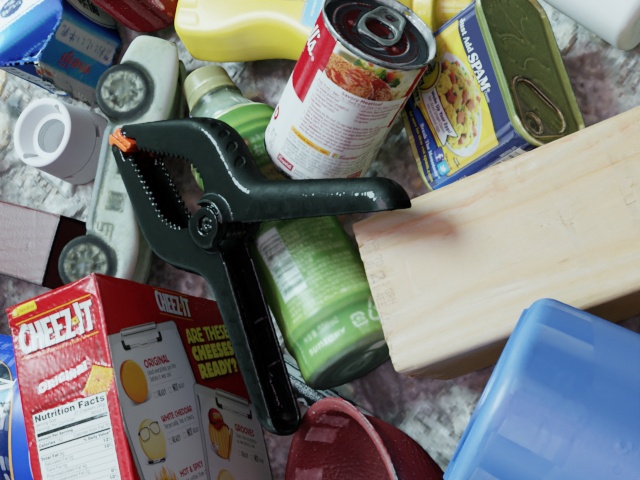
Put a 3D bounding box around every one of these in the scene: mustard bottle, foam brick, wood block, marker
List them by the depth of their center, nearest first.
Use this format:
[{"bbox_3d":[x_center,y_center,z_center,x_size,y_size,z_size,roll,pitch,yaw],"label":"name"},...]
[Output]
[{"bbox_3d":[0.135,0.001,0.576,0.206,0.090,0.090,-22,73,20],"label":"wood block"},{"bbox_3d":[0.004,0.100,0.659,0.121,0.020,0.020,29,93,26],"label":"marker"},{"bbox_3d":[0.008,-0.153,0.679,0.192,0.058,0.096,9,60,26],"label":"mustard bottle"},{"bbox_3d":[-0.204,0.004,0.756,0.078,0.053,0.051,13,86,27],"label":"foam brick"}]

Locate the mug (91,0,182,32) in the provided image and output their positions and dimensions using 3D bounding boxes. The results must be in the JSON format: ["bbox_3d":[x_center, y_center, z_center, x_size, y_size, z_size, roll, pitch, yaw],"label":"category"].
[{"bbox_3d":[-0.125,-0.189,0.731,0.093,0.081,0.117,-46,58,7],"label":"mug"}]

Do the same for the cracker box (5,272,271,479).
[{"bbox_3d":[-0.092,0.139,0.617,0.072,0.164,0.214,-20,73,19],"label":"cracker box"}]

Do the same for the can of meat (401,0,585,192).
[{"bbox_3d":[0.093,-0.081,0.614,0.084,0.057,0.102,-33,65,46],"label":"can of meat"}]

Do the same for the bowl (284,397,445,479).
[{"bbox_3d":[0.034,0.165,0.588,0.162,0.055,0.162,179,90,-66],"label":"bowl"}]

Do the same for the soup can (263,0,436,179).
[{"bbox_3d":[0.015,-0.084,0.615,0.068,0.068,0.102,52,137,23],"label":"soup can"}]

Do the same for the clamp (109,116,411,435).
[{"bbox_3d":[-0.054,0.001,0.618,0.210,0.036,0.165,33,114,33],"label":"clamp"}]
